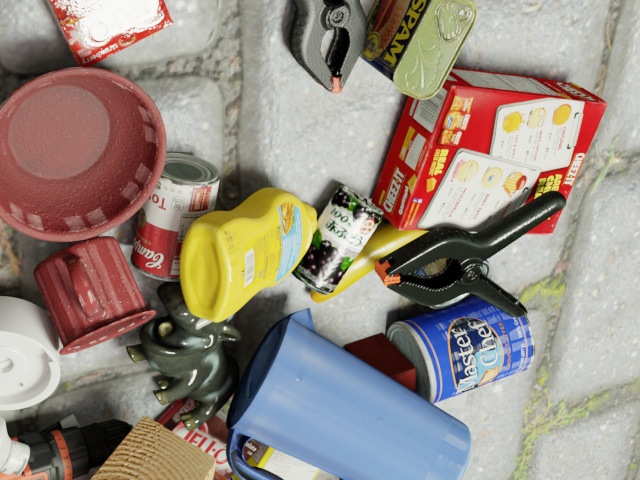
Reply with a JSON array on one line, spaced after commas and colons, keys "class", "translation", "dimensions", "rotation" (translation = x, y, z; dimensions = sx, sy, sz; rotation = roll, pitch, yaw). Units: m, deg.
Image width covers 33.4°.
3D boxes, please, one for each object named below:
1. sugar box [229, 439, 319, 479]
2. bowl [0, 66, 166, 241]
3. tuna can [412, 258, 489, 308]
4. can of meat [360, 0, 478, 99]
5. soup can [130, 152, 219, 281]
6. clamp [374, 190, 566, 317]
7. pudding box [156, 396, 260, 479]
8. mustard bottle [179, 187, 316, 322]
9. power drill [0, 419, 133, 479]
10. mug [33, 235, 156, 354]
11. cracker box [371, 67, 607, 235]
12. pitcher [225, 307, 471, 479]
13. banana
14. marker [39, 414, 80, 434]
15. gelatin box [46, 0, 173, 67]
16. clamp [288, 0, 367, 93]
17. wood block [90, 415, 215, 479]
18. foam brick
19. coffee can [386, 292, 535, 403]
[{"class": "sugar box", "translation": [-0.054, 0.269, 1.244], "dimensions": [0.093, 0.048, 0.176], "rotation": [19, 112, -38]}, {"class": "bowl", "translation": [-0.216, -0.081, 0.913], "dimensions": [0.161, 0.055, 0.162], "rotation": [-15, 126, -22]}, {"class": "tuna can", "translation": [0.147, 0.038, 1.199], "dimensions": [0.086, 0.034, 0.086], "rotation": [-24, 150, -15]}, {"class": "can of meat", "translation": [0.087, -0.196, 0.997], "dimensions": [0.057, 0.084, 0.102], "rotation": [14, 112, -36]}, {"class": "soup can", "translation": [-0.135, -0.022, 0.991], "dimensions": [0.068, 0.069, 0.102], "rotation": [-1, 119, -30]}, {"class": "clamp", "translation": [0.156, 0.033, 1.135], "dimensions": [0.209, 0.036, 0.165], "rotation": [-11, 129, -18]}, {"class": "pudding box", "translation": [-0.135, 0.226, 1.171], "dimensions": [0.090, 0.039, 0.113], "rotation": [-45, 131, 3]}, {"class": "mustard bottle", "translation": [-0.057, 0.001, 1.017], "dimensions": [0.191, 0.058, 0.096], "rotation": [-31, 129, -55]}, {"class": "power drill", "translation": [-0.279, 0.267, 1.087], "dimensions": [0.184, 0.057, 0.188], "rotation": [-12, 132, -26]}, {"class": "mug", "translation": [-0.207, 0.046, 0.954], "dimensions": [0.093, 0.081, 0.117], "rotation": [-24, 173, -5]}, {"class": "cracker box", "translation": [0.177, -0.093, 1.126], "dimensions": [0.213, 0.072, 0.164], "rotation": [1, 121, -32]}, {"class": "pitcher", "translation": [0.027, 0.198, 1.117], "dimensions": [0.242, 0.145, 0.149], "rotation": [29, 120, -9]}, {"class": "banana", "translation": [0.078, 0.011, 1.158], "dimensions": [0.197, 0.037, 0.069], "rotation": [-20, 127, -19]}, {"class": "marker", "translation": [-0.300, 0.213, 1.079], "dimensions": [0.121, 0.020, 0.020], "rotation": [-28, 130, -12]}, {"class": "gelatin box", "translation": [-0.175, -0.194, 0.880], "dimensions": [0.089, 0.030, 0.073], "rotation": [-29, 130, -11]}, {"class": "clamp", "translation": [-0.002, -0.212, 0.965], "dimensions": [0.120, 0.039, 0.171], "rotation": [-10, 124, -23]}, {"class": "wood block", "translation": [-0.175, 0.281, 1.086], "dimensions": [0.090, 0.090, 0.206], "rotation": [-52, 166, -38]}, {"class": "foam brick", "translation": [0.068, 0.152, 1.217], "dimensions": [0.052, 0.078, 0.051], "rotation": [-16, 125, -21]}, {"class": "coffee can", "translation": [0.161, 0.124, 1.237], "dimensions": [0.140, 0.103, 0.103], "rotation": [-16, 126, -21]}]
